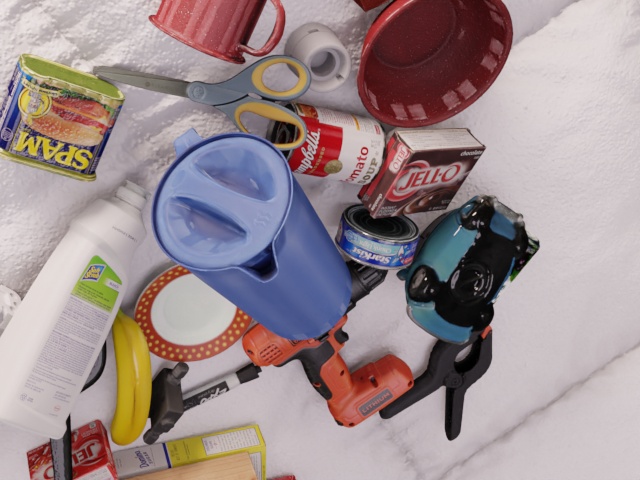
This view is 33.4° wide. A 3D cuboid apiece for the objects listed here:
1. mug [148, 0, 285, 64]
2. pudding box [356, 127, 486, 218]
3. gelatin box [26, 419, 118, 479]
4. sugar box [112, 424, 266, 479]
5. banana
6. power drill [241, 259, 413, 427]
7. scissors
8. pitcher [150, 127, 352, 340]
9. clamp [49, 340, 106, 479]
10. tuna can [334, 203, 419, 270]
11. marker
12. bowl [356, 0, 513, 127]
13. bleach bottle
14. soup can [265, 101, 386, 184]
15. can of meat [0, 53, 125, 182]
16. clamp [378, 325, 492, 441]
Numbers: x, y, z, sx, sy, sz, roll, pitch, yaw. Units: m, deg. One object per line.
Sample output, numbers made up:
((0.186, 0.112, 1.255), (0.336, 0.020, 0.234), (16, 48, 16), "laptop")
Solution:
((-0.081, -0.204, 0.920), (0.081, 0.117, 0.093), (-63, 160, 16), "mug")
((0.103, -0.070, 1.091), (0.113, 0.039, 0.090), (-10, 142, -42), "pudding box")
((-0.269, 0.243, 1.153), (0.089, 0.073, 0.030), (-24, 127, -5), "gelatin box")
((-0.152, 0.275, 1.240), (0.176, 0.048, 0.093), (-7, 123, -13), "sugar box")
((-0.201, 0.154, 1.127), (0.037, 0.070, 0.198), (-8, 123, -22), "banana")
((0.029, 0.114, 1.201), (0.184, 0.057, 0.187), (-34, 124, 7), "power drill")
((-0.096, -0.150, 0.972), (0.201, 0.016, 0.096), (26, 100, -8), "scissors")
((-0.057, 0.001, 1.023), (0.145, 0.149, 0.242), (6, 159, 21), "pitcher")
((-0.291, 0.137, 1.082), (0.164, 0.036, 0.210), (25, 95, -13), "clamp")
((0.060, -0.005, 1.117), (0.086, 0.086, 0.034), (3, 118, -23), "tuna can")
((-0.122, 0.168, 1.198), (0.121, 0.020, 0.020), (-24, 127, -5), "marker")
((0.100, -0.187, 1.023), (0.162, 0.055, 0.162), (-15, 139, -14), "bowl")
((-0.232, 0.060, 1.024), (0.251, 0.068, 0.102), (-61, 145, -6), "bleach bottle")
((0.005, -0.095, 1.049), (0.102, 0.068, 0.069), (9, 117, -27), "soup can")
((-0.235, -0.109, 0.951), (0.101, 0.057, 0.084), (16, 111, -30), "can of meat")
((0.162, 0.171, 1.300), (0.120, 0.039, 0.171), (30, 107, -35), "clamp")
